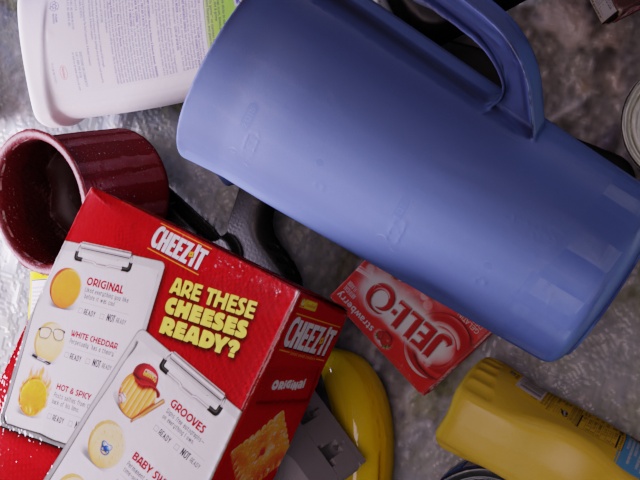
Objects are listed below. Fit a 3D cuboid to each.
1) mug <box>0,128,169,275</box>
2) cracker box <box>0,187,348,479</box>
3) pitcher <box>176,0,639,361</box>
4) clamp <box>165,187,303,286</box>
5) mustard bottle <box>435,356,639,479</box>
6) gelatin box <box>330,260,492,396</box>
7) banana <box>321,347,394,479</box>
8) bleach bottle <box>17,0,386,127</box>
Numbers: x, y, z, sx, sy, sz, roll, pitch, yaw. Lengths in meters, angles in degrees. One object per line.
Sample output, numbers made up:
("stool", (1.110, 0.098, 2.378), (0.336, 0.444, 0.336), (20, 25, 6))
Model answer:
("mug", (-0.160, -0.022, 0.706), (0.093, 0.081, 0.117), (49, 124, 18))
("cracker box", (-0.102, 0.100, 0.614), (0.164, 0.072, 0.214), (25, 90, 30))
("pitcher", (0.057, -0.048, 0.574), (0.243, 0.149, 0.145), (33, 85, 8))
("clamp", (-0.055, 0.001, 0.713), (0.165, 0.036, 0.210), (-23, 84, 29))
("mustard bottle", (0.165, 0.135, 0.609), (0.192, 0.096, 0.058), (27, 99, 17))
("gelatin box", (0.063, 0.042, 0.679), (0.073, 0.030, 0.089), (-46, 76, 14))
("banana", (0.017, 0.158, 0.697), (0.070, 0.037, 0.198), (0, 87, 49))
("bleach bottle", (-0.072, -0.136, 0.710), (0.251, 0.068, 0.102), (-3, 102, 16))
